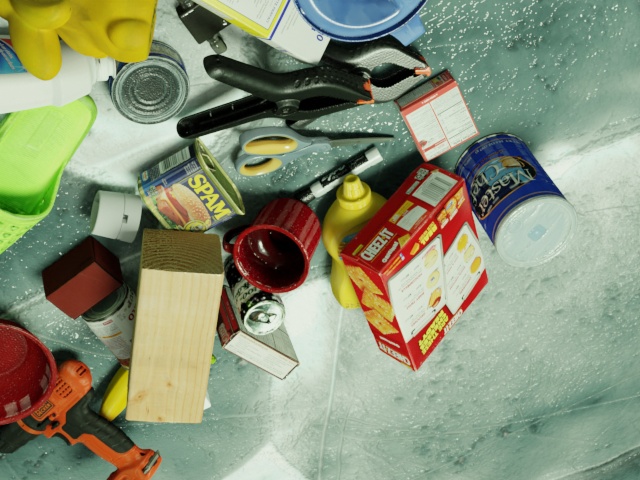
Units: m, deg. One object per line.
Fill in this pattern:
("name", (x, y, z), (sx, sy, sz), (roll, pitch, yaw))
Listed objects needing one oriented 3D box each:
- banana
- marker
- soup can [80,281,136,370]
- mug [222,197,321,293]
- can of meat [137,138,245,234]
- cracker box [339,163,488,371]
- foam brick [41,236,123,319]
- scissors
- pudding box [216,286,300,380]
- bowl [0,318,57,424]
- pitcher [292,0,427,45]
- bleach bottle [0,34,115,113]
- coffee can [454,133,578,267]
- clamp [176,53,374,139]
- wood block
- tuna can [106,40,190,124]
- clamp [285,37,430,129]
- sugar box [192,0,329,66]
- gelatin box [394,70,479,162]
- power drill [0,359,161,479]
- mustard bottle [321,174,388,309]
("banana", (-0.216, 0.163, 1.358), (0.198, 0.069, 0.037), (-32, 135, 26))
("marker", (0.019, -0.074, 1.280), (0.121, 0.020, 0.020), (-30, 131, 7))
("soup can", (-0.240, 0.102, 1.302), (0.068, 0.068, 0.102), (-27, 130, 3))
("mug", (-0.058, 0.002, 1.264), (0.117, 0.081, 0.093), (3, 121, 16))
("can of meat", (-0.148, -0.054, 1.216), (0.084, 0.057, 0.102), (-28, 130, 8))
("cracker box", (0.120, 0.034, 1.309), (0.164, 0.072, 0.213), (-48, 144, -20))
("foam brick", (-0.279, 0.045, 1.252), (0.078, 0.053, 0.051), (-35, 130, 10))
("scissors", (-0.015, -0.102, 1.245), (0.201, 0.016, 0.096), (2, 150, -37))
("pudding box", (-0.085, 0.118, 1.352), (0.113, 0.090, 0.039), (32, 112, -36))
("bowl", (-0.400, 0.147, 1.287), (0.162, 0.055, 0.162), (-6, 125, -9))
("pitcher", (0.013, -0.284, 0.961), (0.144, 0.243, 0.149), (-1, 128, -18))
("bleach bottle", (-0.330, -0.166, 1.049), (0.250, 0.103, 0.068), (-9, 138, -20))
("coffee can", (0.234, -0.050, 1.292), (0.102, 0.140, 0.103), (-9, 130, -12))
("clamp", (-0.042, -0.155, 1.113), (0.209, 0.036, 0.165), (-7, 165, -13))
("wood block", (-0.169, 0.100, 1.221), (0.090, 0.091, 0.206), (5, 119, -11))
("tuna can", (-0.182, -0.166, 1.129), (0.086, 0.034, 0.086), (-9, 130, -12))
("clamp", (0.034, -0.192, 1.179), (0.171, 0.039, 0.120), (-16, 136, -2))
("sugar box", (-0.060, -0.256, 1.074), (0.176, 0.048, 0.093), (26, 91, -35))
("gelatin box", (0.137, -0.145, 1.257), (0.073, 0.030, 0.089), (-30, 131, 4))
("power drill", (-0.312, 0.263, 1.364), (0.187, 0.057, 0.185), (45, 117, -7))
("mustard bottle", (0.050, -0.005, 1.312), (0.096, 0.058, 0.191), (-24, 135, -12))
